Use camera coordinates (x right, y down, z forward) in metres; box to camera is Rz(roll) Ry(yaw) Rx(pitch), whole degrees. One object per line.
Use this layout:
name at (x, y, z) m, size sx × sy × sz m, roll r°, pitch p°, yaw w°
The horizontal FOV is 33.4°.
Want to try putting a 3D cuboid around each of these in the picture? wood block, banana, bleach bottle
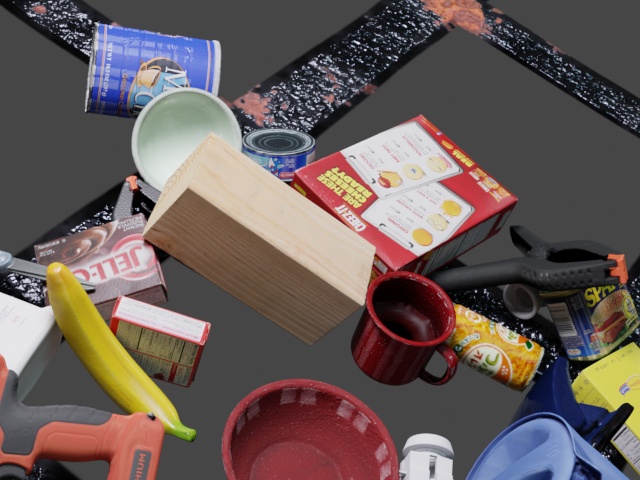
wood block at (-0.057, 0.001, 1.051) m, size 0.206 × 0.091 × 0.090 m, roll 35°, pitch 40°, yaw -17°
banana at (-0.184, 0.103, 0.949) m, size 0.198 × 0.070 × 0.037 m, roll 51°, pitch 46°, yaw -10°
bleach bottle at (-0.365, 0.061, 0.951) m, size 0.251 × 0.068 × 0.102 m, roll 23°, pitch 45°, yaw 4°

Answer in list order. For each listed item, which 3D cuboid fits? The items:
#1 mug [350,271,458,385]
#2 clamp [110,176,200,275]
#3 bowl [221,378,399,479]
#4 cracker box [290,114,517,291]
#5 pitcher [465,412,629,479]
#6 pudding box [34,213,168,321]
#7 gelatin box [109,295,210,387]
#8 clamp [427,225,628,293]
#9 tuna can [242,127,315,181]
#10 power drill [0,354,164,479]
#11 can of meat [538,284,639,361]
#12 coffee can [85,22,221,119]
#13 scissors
mug at (0.088, 0.099, 1.068) m, size 0.117 × 0.082 × 0.093 m, roll 39°, pitch 47°, yaw 17°
clamp at (-0.174, 0.008, 1.088) m, size 0.120 × 0.039 × 0.172 m, roll -20°, pitch 55°, yaw -32°
bowl at (-0.014, 0.205, 0.951) m, size 0.162 × 0.055 × 0.162 m, roll 10°, pitch 46°, yaw -11°
cracker box at (0.091, -0.040, 1.207) m, size 0.213 × 0.072 × 0.164 m, roll -28°, pitch 62°, yaw -36°
pitcher at (0.235, 0.267, 0.908) m, size 0.242 × 0.145 × 0.149 m, roll 39°, pitch 10°, yaw -15°
pudding box at (-0.210, 0.032, 1.026) m, size 0.113 × 0.039 × 0.090 m, roll -19°, pitch 54°, yaw -4°
gelatin box at (-0.152, 0.094, 0.989) m, size 0.089 × 0.073 × 0.030 m, roll 17°, pitch 45°, yaw -5°
clamp at (0.229, 0.028, 1.146) m, size 0.164 × 0.036 × 0.210 m, roll -26°, pitch 19°, yaw -30°
tuna can at (-0.048, -0.098, 1.213) m, size 0.086 × 0.034 × 0.086 m, roll 2°, pitch 27°, yaw -1°
power drill at (-0.229, 0.190, 0.859) m, size 0.187 × 0.057 × 0.184 m, roll 16°, pitch 74°, yaw -16°
can of meat at (0.296, 0.073, 1.164) m, size 0.101 × 0.058 × 0.084 m, roll -29°, pitch 100°, yaw -37°
coffee can at (-0.191, -0.186, 1.215) m, size 0.140 × 0.103 × 0.103 m, roll 6°, pitch 47°, yaw -15°
scissors at (-0.318, 0.029, 1.002) m, size 0.202 × 0.016 × 0.096 m, roll 26°, pitch 52°, yaw 22°
